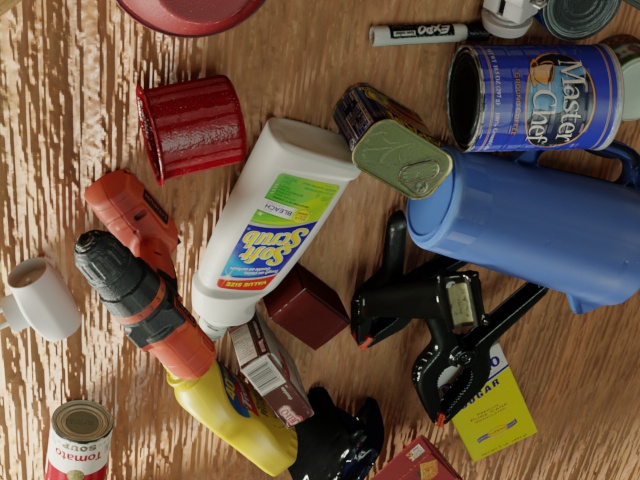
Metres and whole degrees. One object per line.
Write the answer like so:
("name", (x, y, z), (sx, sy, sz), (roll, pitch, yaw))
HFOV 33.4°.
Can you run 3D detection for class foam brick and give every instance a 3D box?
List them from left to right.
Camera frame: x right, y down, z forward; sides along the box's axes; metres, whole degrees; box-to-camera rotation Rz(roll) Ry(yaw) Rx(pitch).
("foam brick", (-0.016, 0.069, 1.137), (0.051, 0.053, 0.078), (-42, 126, 14))

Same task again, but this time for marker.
("marker", (0.106, -0.194, 1.004), (0.121, 0.020, 0.020), (-5, 126, -15))

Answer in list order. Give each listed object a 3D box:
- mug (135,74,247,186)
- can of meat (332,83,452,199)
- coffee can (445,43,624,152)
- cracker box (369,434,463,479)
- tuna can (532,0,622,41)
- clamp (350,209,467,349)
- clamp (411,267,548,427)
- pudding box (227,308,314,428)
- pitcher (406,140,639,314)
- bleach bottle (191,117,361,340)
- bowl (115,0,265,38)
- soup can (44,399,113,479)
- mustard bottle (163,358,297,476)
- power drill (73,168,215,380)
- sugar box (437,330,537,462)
("mug", (-0.116, -0.097, 0.968), (0.081, 0.093, 0.117), (-14, 159, -14))
("can of meat", (0.067, -0.097, 1.021), (0.102, 0.084, 0.057), (27, 113, -32))
("coffee can", (0.202, -0.136, 1.018), (0.140, 0.103, 0.103), (-2, 126, -11))
("cracker box", (0.087, 0.312, 1.252), (0.164, 0.072, 0.213), (-41, 163, -2))
("tuna can", (0.242, -0.233, 1.010), (0.086, 0.034, 0.086), (-9, 127, -12))
("clamp", (0.095, 0.049, 1.168), (0.120, 0.039, 0.172), (15, 120, -23))
("clamp", (0.165, 0.118, 1.195), (0.164, 0.036, 0.210), (-2, 121, -17))
("pudding box", (-0.055, 0.135, 1.149), (0.039, 0.090, 0.113), (-29, 128, 2))
("pitcher", (0.219, -0.030, 1.101), (0.242, 0.149, 0.145), (14, 149, -23))
("bleach bottle", (-0.057, 0.001, 1.069), (0.102, 0.068, 0.251), (13, 122, -25))
("bowl", (-0.101, -0.232, 0.887), (0.162, 0.055, 0.162), (-9, 127, -12))
("soup can", (-0.265, 0.233, 1.168), (0.068, 0.068, 0.102), (2, 124, -19))
("mustard bottle", (-0.103, 0.176, 1.159), (0.058, 0.096, 0.191), (-37, 127, 11))
("power drill", (-0.168, 0.017, 0.964), (0.057, 0.188, 0.184), (-28, 130, 5))
("sugar box", (0.194, 0.188, 1.296), (0.093, 0.048, 0.176), (-27, 130, 3))
